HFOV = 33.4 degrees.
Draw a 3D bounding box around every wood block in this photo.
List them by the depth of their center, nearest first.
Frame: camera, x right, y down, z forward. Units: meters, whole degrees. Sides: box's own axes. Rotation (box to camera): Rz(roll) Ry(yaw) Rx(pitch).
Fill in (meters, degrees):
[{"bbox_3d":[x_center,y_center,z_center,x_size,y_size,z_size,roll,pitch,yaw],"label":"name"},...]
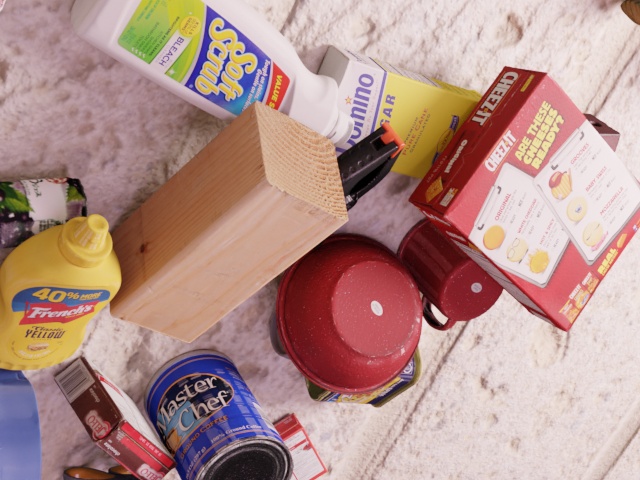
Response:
[{"bbox_3d":[-0.083,-0.010,0.896,0.090,0.091,0.206,24,132,-37],"label":"wood block"}]

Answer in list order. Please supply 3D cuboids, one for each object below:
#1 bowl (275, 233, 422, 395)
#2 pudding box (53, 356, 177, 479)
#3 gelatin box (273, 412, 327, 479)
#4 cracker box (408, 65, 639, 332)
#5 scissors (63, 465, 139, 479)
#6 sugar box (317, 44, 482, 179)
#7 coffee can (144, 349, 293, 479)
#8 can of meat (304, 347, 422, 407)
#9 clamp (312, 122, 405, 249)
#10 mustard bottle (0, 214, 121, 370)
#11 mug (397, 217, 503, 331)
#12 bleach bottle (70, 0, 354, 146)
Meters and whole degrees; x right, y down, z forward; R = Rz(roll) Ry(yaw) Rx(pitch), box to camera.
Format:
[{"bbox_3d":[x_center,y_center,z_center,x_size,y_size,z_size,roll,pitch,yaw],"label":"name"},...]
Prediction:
[{"bbox_3d":[0.041,0.069,1.037,0.161,0.055,0.162,4,80,-24],"label":"bowl"},{"bbox_3d":[-0.190,0.168,0.989,0.039,0.114,0.090,-41,131,-6],"label":"pudding box"},{"bbox_3d":[-0.042,0.241,1.177,0.073,0.030,0.089,-31,130,-7],"label":"gelatin box"},{"bbox_3d":[0.208,-0.038,1.027,0.213,0.072,0.164,39,84,-33],"label":"cracker box"},{"bbox_3d":[-0.161,0.235,1.021,0.096,0.202,0.016,1,89,-55],"label":"scissors"},{"bbox_3d":[0.070,-0.113,0.998,0.175,0.048,0.093,9,115,-35],"label":"sugar box"},{"bbox_3d":[-0.101,0.187,1.035,0.102,0.140,0.103,-15,126,-21],"label":"coffee can"},{"bbox_3d":[0.043,0.135,1.118,0.083,0.057,0.102,7,148,-30],"label":"can of meat"},{"bbox_3d":[0.014,-0.040,0.972,0.172,0.039,0.120,-39,172,19],"label":"clamp"},{"bbox_3d":[-0.218,0.039,0.876,0.096,0.058,0.192,6,143,-33],"label":"mustard bottle"},{"bbox_3d":[0.135,0.041,1.112,0.093,0.082,0.117,3,118,-31],"label":"mug"},{"bbox_3d":[-0.069,-0.149,0.862,0.250,0.068,0.103,27,111,-32],"label":"bleach bottle"}]
